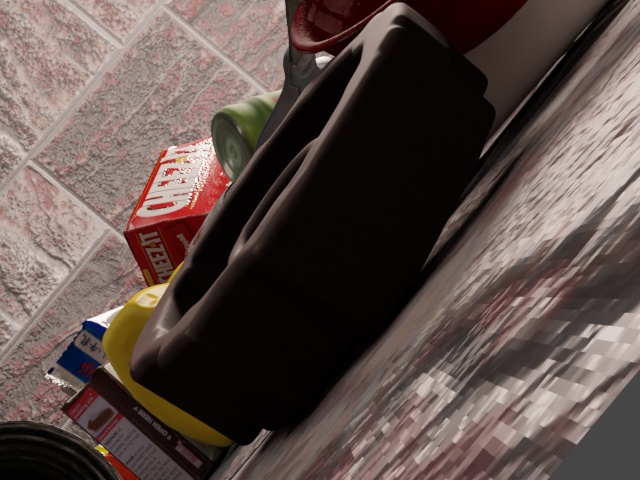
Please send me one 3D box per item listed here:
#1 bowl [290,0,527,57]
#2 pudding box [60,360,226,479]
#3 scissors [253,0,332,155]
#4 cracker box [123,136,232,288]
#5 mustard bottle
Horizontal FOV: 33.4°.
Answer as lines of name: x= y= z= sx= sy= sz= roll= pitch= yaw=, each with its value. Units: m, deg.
bowl: x=0.060 y=-0.133 z=0.493 sx=0.162 sy=0.055 sz=0.162 roll=-40 pitch=24 yaw=22
pudding box: x=-0.099 y=0.107 z=0.650 sx=0.039 sy=0.090 sz=0.113 roll=-50 pitch=0 yaw=4
scissors: x=-0.022 y=-0.086 z=0.620 sx=0.096 sy=0.016 sz=0.201 roll=-57 pitch=-12 yaw=2
cracker box: x=-0.049 y=-0.048 z=0.938 sx=0.214 sy=0.072 sz=0.164 roll=-13 pitch=28 yaw=13
mustard bottle: x=-0.057 y=0.052 z=0.661 sx=0.058 sy=0.096 sz=0.191 roll=-53 pitch=-1 yaw=18
